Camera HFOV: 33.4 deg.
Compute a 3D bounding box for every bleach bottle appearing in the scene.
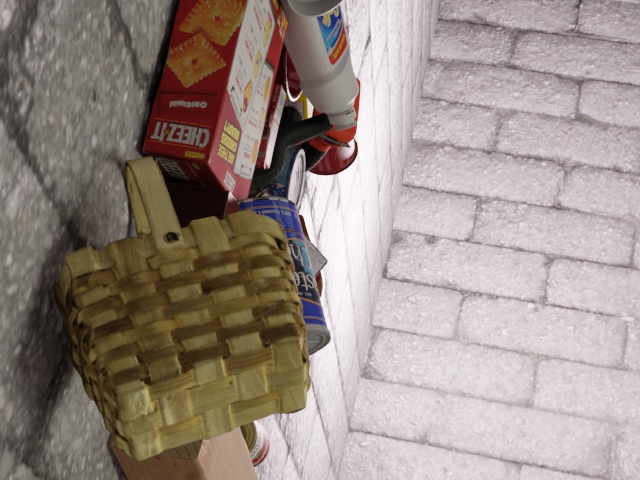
[{"bbox_3d":[-0.009,-0.242,1.152,0.102,0.068,0.251,-48,123,-55],"label":"bleach bottle"}]

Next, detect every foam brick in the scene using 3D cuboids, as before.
[{"bbox_3d":[-0.120,-0.020,0.985,0.051,0.078,0.053,64,36,-71],"label":"foam brick"}]

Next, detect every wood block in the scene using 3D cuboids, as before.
[{"bbox_3d":[-0.131,0.225,1.070,0.206,0.090,0.090,78,22,-49],"label":"wood block"}]

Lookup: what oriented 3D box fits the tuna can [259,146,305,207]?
[{"bbox_3d":[-0.043,-0.067,1.224,0.086,0.034,0.086,10,90,-81],"label":"tuna can"}]

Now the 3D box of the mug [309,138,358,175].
[{"bbox_3d":[0.003,-0.166,1.596,0.081,0.093,0.117,77,-7,-56],"label":"mug"}]

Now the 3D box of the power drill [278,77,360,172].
[{"bbox_3d":[-0.018,-0.133,1.334,0.188,0.057,0.184,-47,-150,49],"label":"power drill"}]

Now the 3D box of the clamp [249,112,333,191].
[{"bbox_3d":[-0.057,-0.109,1.176,0.039,0.120,0.171,102,7,-58],"label":"clamp"}]

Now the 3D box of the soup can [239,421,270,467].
[{"bbox_3d":[-0.107,0.259,1.392,0.102,0.068,0.068,70,31,-71],"label":"soup can"}]

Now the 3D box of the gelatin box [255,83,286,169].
[{"bbox_3d":[-0.082,-0.124,1.120,0.030,0.073,0.089,58,44,-75],"label":"gelatin box"}]

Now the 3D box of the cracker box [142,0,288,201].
[{"bbox_3d":[-0.096,-0.153,1.013,0.164,0.072,0.213,62,39,-74],"label":"cracker box"}]
